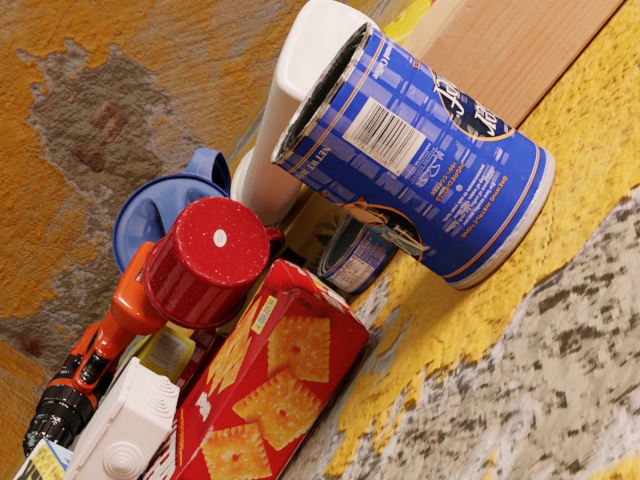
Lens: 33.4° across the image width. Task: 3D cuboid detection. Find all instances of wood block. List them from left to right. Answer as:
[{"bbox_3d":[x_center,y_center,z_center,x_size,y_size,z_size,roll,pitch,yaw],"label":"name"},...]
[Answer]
[{"bbox_3d":[0.116,-0.134,0.768,0.206,0.090,0.090,-51,12,23],"label":"wood block"}]

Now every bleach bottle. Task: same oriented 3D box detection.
[{"bbox_3d":[-0.025,-0.086,0.894,0.251,0.068,0.102,122,171,-62],"label":"bleach bottle"}]

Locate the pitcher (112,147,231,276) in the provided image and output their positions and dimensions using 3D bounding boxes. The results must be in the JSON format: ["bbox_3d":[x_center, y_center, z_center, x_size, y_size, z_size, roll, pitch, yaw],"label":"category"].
[{"bbox_3d":[-0.131,0.009,1.177,0.149,0.145,0.243,-32,-11,-2],"label":"pitcher"}]

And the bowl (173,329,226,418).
[{"bbox_3d":[-0.114,0.136,1.072,0.162,0.055,0.162,-53,11,15],"label":"bowl"}]

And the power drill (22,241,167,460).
[{"bbox_3d":[-0.199,0.102,0.986,0.188,0.057,0.184,-48,14,33],"label":"power drill"}]

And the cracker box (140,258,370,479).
[{"bbox_3d":[-0.058,0.125,0.814,0.214,0.072,0.164,-56,10,3],"label":"cracker box"}]

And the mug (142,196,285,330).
[{"bbox_3d":[-0.081,0.014,0.879,0.117,0.093,0.082,-13,-20,-29],"label":"mug"}]

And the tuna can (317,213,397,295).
[{"bbox_3d":[0.035,0.002,0.872,0.086,0.033,0.086,-53,11,15],"label":"tuna can"}]

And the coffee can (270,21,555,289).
[{"bbox_3d":[0.056,-0.050,0.649,0.103,0.140,0.103,-53,11,15],"label":"coffee can"}]

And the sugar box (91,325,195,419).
[{"bbox_3d":[-0.182,0.143,1.073,0.093,0.048,0.176,-60,12,-21],"label":"sugar box"}]
